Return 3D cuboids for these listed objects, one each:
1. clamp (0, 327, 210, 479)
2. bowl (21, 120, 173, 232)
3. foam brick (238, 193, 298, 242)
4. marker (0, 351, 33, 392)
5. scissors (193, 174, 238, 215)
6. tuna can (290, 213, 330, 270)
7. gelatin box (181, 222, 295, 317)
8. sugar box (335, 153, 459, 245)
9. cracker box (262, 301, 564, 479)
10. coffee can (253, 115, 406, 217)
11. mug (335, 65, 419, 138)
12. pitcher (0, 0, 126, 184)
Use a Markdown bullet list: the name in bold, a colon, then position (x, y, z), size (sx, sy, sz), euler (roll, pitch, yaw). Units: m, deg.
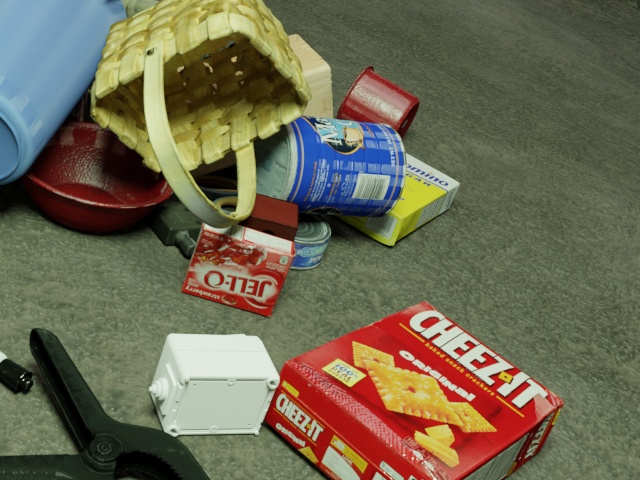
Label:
- **clamp**: position (-0.162, 0.158, 0.734), size (0.210, 0.036, 0.164), euler (31, 38, 9)
- **bowl**: position (-0.225, -0.055, 1.044), size (0.162, 0.055, 0.162), euler (16, 29, -9)
- **foam brick**: position (-0.057, 0.001, 1.038), size (0.053, 0.078, 0.051), euler (14, 30, -9)
- **marker**: position (-0.268, 0.080, 0.819), size (0.121, 0.020, 0.020), euler (30, 30, 16)
- **scissors**: position (-0.051, -0.042, 1.178), size (0.201, 0.016, 0.096), euler (6, 30, -24)
- **tuna can**: position (-0.033, -0.007, 1.114), size (0.086, 0.034, 0.086), euler (16, 29, -9)
- **gelatin box**: position (-0.076, 0.025, 0.988), size (0.089, 0.073, 0.030), euler (18, 29, -8)
- **sugar box**: position (0.089, -0.054, 1.265), size (0.093, 0.048, 0.175), euler (31, 31, 17)
- **cracker box**: position (0.083, 0.141, 0.894), size (0.164, 0.072, 0.213), euler (37, 31, 26)
- **coffee can**: position (0.004, -0.077, 1.112), size (0.140, 0.103, 0.103), euler (2, 34, -32)
- **mug**: position (0.079, -0.170, 1.432), size (0.081, 0.093, 0.117), euler (32, -7, 10)
- **pitcher**: position (-0.287, -0.157, 1.004), size (0.145, 0.149, 0.242), euler (14, 41, 1)
